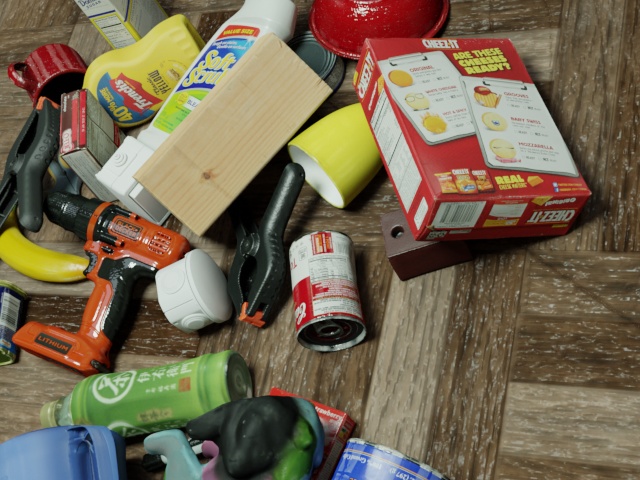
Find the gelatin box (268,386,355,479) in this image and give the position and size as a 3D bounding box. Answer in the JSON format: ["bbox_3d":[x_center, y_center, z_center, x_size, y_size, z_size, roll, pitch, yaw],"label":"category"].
[{"bbox_3d":[-0.022,0.186,1.010,0.089,0.030,0.073,16,70,31],"label":"gelatin box"}]

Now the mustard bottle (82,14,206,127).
[{"bbox_3d":[-0.223,-0.188,1.279,0.192,0.096,0.058,-25,42,11],"label":"mustard bottle"}]

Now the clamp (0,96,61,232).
[{"bbox_3d":[-0.351,-0.073,1.245,0.165,0.036,0.210,-25,45,39],"label":"clamp"}]

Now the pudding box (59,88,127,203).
[{"bbox_3d":[-0.262,-0.108,1.241,0.039,0.113,0.090,-14,57,13],"label":"pudding box"}]

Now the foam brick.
[{"bbox_3d":[0.104,-0.003,1.046,0.078,0.051,0.053,-18,56,15],"label":"foam brick"}]

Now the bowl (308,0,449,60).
[{"bbox_3d":[0.062,-0.277,1.200,0.162,0.055,0.162,-6,52,8],"label":"bowl"}]

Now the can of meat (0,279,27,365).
[{"bbox_3d":[-0.391,0.098,1.218,0.102,0.057,0.084,-11,61,20],"label":"can of meat"}]

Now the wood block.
[{"bbox_3d":[-0.095,-0.112,1.129,0.206,0.090,0.090,-48,13,-5],"label":"wood block"}]

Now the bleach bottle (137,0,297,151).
[{"bbox_3d":[-0.104,-0.196,1.216,0.103,0.068,0.251,29,88,39],"label":"bleach bottle"}]

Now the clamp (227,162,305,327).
[{"bbox_3d":[-0.057,0.001,1.111,0.120,0.039,0.171,-36,49,44],"label":"clamp"}]

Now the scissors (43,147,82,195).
[{"bbox_3d":[-0.286,-0.062,1.286,0.096,0.016,0.202,-48,54,-7],"label":"scissors"}]

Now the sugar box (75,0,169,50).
[{"bbox_3d":[-0.237,-0.279,1.288,0.048,0.176,0.093,-12,58,19],"label":"sugar box"}]

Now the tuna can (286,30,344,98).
[{"bbox_3d":[-0.016,-0.196,1.225,0.086,0.033,0.086,-12,58,19],"label":"tuna can"}]

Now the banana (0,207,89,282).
[{"bbox_3d":[-0.342,0.006,1.260,0.198,0.037,0.069,36,81,36],"label":"banana"}]

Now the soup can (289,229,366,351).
[{"bbox_3d":[0.006,0.049,1.052,0.069,0.068,0.102,-17,56,16],"label":"soup can"}]

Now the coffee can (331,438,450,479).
[{"bbox_3d":[0.042,0.252,0.896,0.103,0.102,0.140,14,69,31],"label":"coffee can"}]

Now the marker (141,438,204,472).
[{"bbox_3d":[-0.126,0.203,1.045,0.121,0.020,0.020,-23,54,23],"label":"marker"}]

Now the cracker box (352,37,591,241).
[{"bbox_3d":[0.139,-0.100,1.029,0.164,0.072,0.214,-3,52,-20],"label":"cracker box"}]

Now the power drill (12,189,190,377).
[{"bbox_3d":[-0.258,0.045,1.167,0.185,0.057,0.187,20,74,18],"label":"power drill"}]

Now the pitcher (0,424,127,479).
[{"bbox_3d":[-0.226,0.297,0.978,0.145,0.149,0.243,-17,59,2],"label":"pitcher"}]

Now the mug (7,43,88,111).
[{"bbox_3d":[-0.334,-0.195,1.329,0.093,0.117,0.082,-60,44,24],"label":"mug"}]
